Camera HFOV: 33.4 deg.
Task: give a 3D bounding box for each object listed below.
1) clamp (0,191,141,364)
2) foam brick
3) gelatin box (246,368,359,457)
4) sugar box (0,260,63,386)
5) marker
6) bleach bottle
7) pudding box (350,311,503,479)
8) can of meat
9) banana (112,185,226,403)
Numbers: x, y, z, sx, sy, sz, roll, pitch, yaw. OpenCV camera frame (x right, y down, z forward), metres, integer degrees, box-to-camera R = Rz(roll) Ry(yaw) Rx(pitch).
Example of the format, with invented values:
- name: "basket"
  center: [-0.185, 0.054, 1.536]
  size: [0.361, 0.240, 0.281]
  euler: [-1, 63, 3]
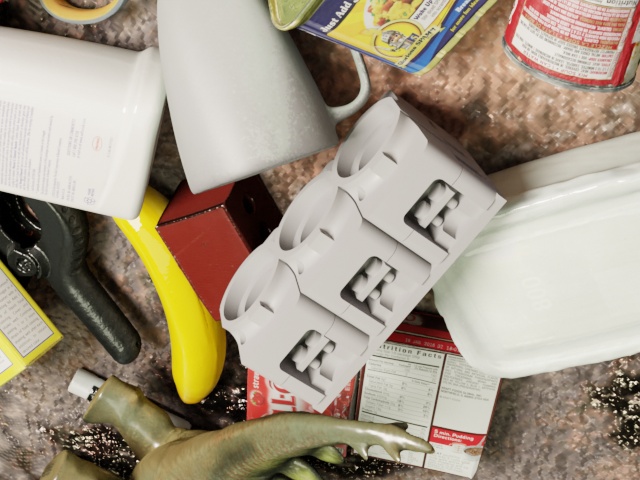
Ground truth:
- name: "clamp"
  center: [-0.175, 0.013, 0.700]
  size: [0.120, 0.039, 0.171]
  euler: [12, 131, 8]
- name: "foam brick"
  center: [-0.054, 0.001, 0.650]
  size: [0.051, 0.053, 0.078]
  euler: [-16, 121, 24]
- name: "gelatin box"
  center: [-0.012, 0.104, 0.729]
  size: [0.073, 0.030, 0.089]
  euler: [11, 127, 7]
- name: "sugar box"
  center: [-0.257, 0.021, 0.698]
  size: [0.094, 0.048, 0.176]
  euler: [-32, 96, 38]
- name: "marker"
  center: [-0.127, 0.128, 0.785]
  size: [0.121, 0.020, 0.020]
  euler: [27, 128, -5]
- name: "bleach bottle"
  center: [-0.214, -0.084, 0.593]
  size: [0.250, 0.068, 0.103]
  euler: [13, 130, -8]
- name: "pudding box"
  center: [0.070, 0.100, 0.700]
  size: [0.090, 0.039, 0.113]
  euler: [11, 126, 7]
- name: "can of meat"
  center: [0.037, -0.133, 0.506]
  size: [0.083, 0.057, 0.102]
  euler: [16, 138, -31]
- name: "banana"
  center: [-0.095, 0.035, 0.699]
  size: [0.070, 0.037, 0.198]
  euler: [15, 133, 45]
